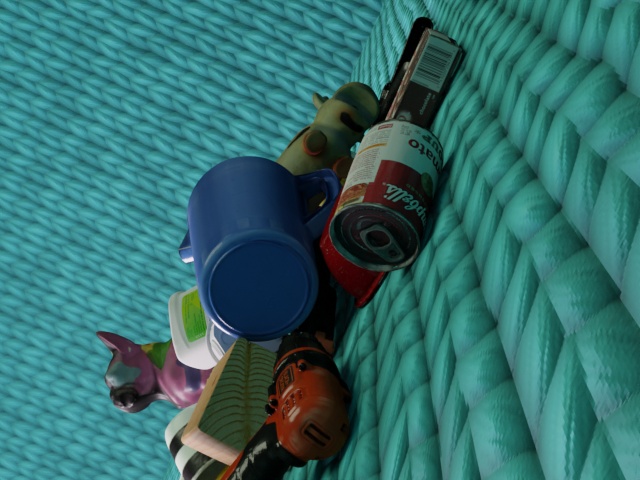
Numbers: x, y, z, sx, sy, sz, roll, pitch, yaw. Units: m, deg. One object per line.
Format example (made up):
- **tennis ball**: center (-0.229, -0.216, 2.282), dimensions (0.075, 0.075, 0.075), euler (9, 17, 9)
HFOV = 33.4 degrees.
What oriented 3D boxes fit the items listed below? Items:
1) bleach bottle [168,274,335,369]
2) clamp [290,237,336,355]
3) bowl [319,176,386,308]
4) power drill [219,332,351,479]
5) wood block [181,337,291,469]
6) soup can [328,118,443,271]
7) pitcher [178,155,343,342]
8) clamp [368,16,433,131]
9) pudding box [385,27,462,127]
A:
- **bleach bottle**: center (-0.069, 0.057, 1.233), dimensions (0.251, 0.068, 0.102), euler (-32, 54, 32)
- **clamp**: center (-0.013, 0.093, 1.058), dimensions (0.210, 0.036, 0.164), euler (-108, 33, -78)
- **bowl**: center (0.043, -0.025, 0.937), dimensions (0.162, 0.055, 0.162), euler (-157, 91, -86)
- **power drill**: center (-0.052, 0.162, 0.808), dimensions (0.188, 0.057, 0.184), euler (-53, 10, 7)
- **wood block**: center (-0.069, 0.164, 1.017), dimensions (0.206, 0.090, 0.090), euler (129, 166, -73)
- **soup can**: center (0.052, -0.035, 0.808), dimensions (0.069, 0.068, 0.102), euler (119, 174, -47)
- **pitcher**: center (-0.057, 0.001, 1.046), dimensions (0.243, 0.145, 0.149), euler (-110, 38, -72)
- **clamp**: center (0.089, -0.166, 1.240), dimensions (0.120, 0.039, 0.172), euler (-65, -4, -58)
- **pudding box**: center (0.097, -0.147, 1.042), dimensions (0.090, 0.039, 0.113), euler (-80, 16, -74)
